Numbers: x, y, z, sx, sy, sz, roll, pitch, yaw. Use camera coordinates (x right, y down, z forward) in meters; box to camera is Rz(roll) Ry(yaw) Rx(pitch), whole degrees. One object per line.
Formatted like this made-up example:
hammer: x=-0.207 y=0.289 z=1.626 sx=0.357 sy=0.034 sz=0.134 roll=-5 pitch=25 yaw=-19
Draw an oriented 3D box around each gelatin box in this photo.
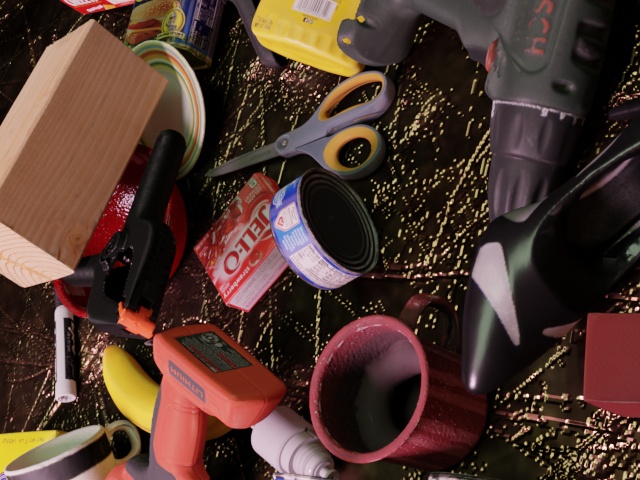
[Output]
gelatin box: x=-0.056 y=0.001 z=0.866 sx=0.089 sy=0.030 sz=0.073 roll=-50 pitch=47 yaw=15

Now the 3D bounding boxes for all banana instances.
banana: x=-0.123 y=0.128 z=0.874 sx=0.198 sy=0.037 sz=0.069 roll=2 pitch=56 yaw=42

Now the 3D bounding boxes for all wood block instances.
wood block: x=-0.224 y=-0.074 z=0.913 sx=0.090 sy=0.090 sz=0.206 roll=-15 pitch=46 yaw=46

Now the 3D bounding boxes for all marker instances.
marker: x=-0.241 y=0.093 z=1.005 sx=0.020 sy=0.020 sz=0.121 roll=-29 pitch=55 yaw=31

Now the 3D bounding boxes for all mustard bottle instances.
mustard bottle: x=0.022 y=-0.236 z=0.865 sx=0.096 sy=0.058 sz=0.191 roll=21 pitch=86 yaw=14

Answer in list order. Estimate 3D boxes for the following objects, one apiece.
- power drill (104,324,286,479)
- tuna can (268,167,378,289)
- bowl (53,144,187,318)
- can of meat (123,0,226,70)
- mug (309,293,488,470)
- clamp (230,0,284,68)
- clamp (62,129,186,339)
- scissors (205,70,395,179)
power drill: x=-0.083 y=0.169 z=0.763 sx=0.185 sy=0.057 sz=0.188 roll=34 pitch=117 yaw=37
tuna can: x=0.003 y=-0.008 z=0.778 sx=0.034 sy=0.086 sz=0.086 roll=-31 pitch=54 yaw=32
bowl: x=-0.170 y=-0.002 z=0.955 sx=0.162 sy=0.055 sz=0.162 roll=-19 pitch=61 yaw=36
can of meat: x=-0.139 y=-0.209 z=1.015 sx=0.102 sy=0.057 sz=0.084 roll=2 pitch=76 yaw=43
mug: x=0.058 y=0.091 z=0.687 sx=0.093 sy=0.081 sz=0.117 roll=13 pitch=82 yaw=45
clamp: x=-0.057 y=-0.246 z=0.937 sx=0.120 sy=0.039 sz=0.171 roll=-46 pitch=75 yaw=6
clamp: x=-0.144 y=0.003 z=0.829 sx=0.164 sy=0.036 sz=0.210 roll=-55 pitch=26 yaw=9
scissors: x=-0.018 y=-0.066 z=0.871 sx=0.202 sy=0.016 sz=0.096 roll=-32 pitch=54 yaw=29
